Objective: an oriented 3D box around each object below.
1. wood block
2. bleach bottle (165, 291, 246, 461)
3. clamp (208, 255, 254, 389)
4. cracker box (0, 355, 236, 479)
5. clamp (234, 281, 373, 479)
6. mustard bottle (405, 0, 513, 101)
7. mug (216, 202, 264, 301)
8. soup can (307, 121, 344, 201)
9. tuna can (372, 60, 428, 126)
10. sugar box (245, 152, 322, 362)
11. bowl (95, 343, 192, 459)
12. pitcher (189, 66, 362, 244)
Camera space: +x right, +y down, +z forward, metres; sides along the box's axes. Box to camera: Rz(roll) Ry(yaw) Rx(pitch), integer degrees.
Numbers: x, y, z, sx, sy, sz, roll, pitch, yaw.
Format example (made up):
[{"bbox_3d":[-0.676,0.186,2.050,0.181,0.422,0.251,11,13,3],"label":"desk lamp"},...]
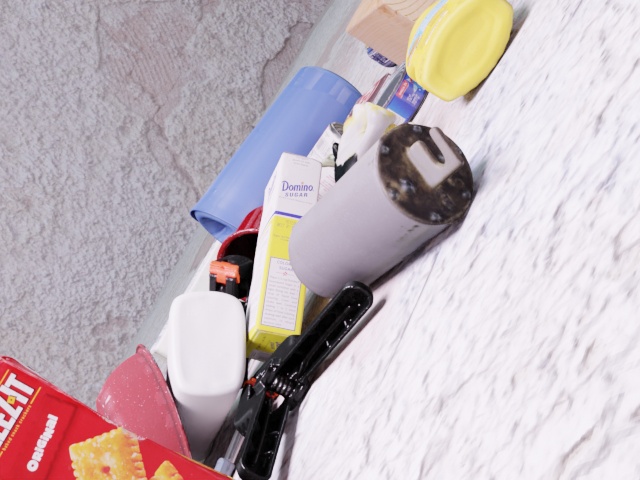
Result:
[{"bbox_3d":[0.105,-0.260,1.181,0.090,0.090,0.206,-59,9,-3],"label":"wood block"},{"bbox_3d":[-0.122,0.146,1.026,0.251,0.068,0.102,114,156,-59],"label":"bleach bottle"},{"bbox_3d":[-0.083,0.076,1.048,0.171,0.039,0.120,63,-148,-67],"label":"clamp"},{"bbox_3d":[-0.132,0.155,0.696,0.072,0.213,0.164,-61,9,-16],"label":"cracker box"},{"bbox_3d":[-0.034,0.121,0.836,0.164,0.036,0.210,-58,7,-22],"label":"clamp"},{"bbox_3d":[0.116,-0.181,0.960,0.096,0.058,0.191,-58,9,11],"label":"mustard bottle"},{"bbox_3d":[-0.058,0.001,1.166,0.081,0.093,0.117,-65,-17,-61],"label":"mug"},{"bbox_3d":[0.011,-0.064,1.112,0.102,0.068,0.068,-55,10,19],"label":"soup can"},{"bbox_3d":[0.079,-0.142,1.111,0.086,0.033,0.086,-56,9,14],"label":"tuna can"},{"bbox_3d":[-0.035,0.017,0.985,0.093,0.048,0.176,124,158,-65],"label":"sugar box"},{"bbox_3d":[-0.164,0.179,0.973,0.055,0.162,0.162,-17,-6,-20],"label":"bowl"},{"bbox_3d":[-0.035,-0.088,1.302,0.242,0.149,0.145,-57,-6,-14],"label":"pitcher"}]
